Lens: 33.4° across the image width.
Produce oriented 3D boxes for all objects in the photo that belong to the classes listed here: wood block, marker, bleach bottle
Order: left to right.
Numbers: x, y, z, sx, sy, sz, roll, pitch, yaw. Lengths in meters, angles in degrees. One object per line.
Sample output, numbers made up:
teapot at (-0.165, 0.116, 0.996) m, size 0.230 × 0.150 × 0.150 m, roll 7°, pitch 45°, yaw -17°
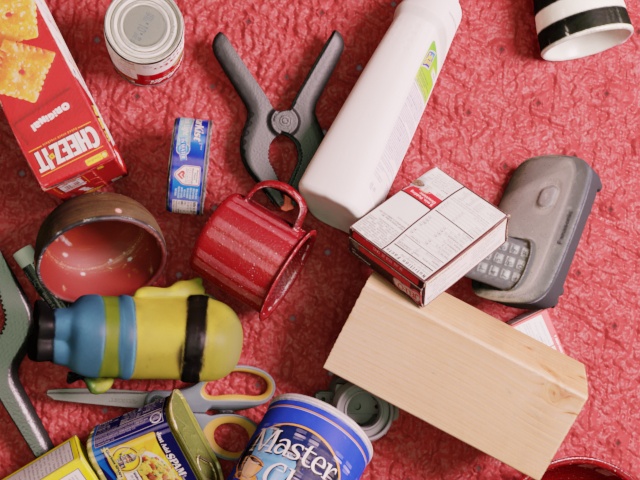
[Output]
marker at (-0.235, 0.059, 0.956) m, size 0.020 × 0.020 × 0.121 m, roll -33°, pitch 93°, yaw -7°
bleach bottle at (0.067, -0.132, 0.969) m, size 0.068 × 0.102 × 0.250 m, roll 24°, pitch 78°, yaw 17°
wood block at (0.119, 0.110, 0.935) m, size 0.206 × 0.090 × 0.091 m, roll 27°, pitch 106°, yaw 5°

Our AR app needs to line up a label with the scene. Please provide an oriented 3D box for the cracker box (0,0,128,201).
cracker box at (-0.242, -0.142, 0.888) m, size 0.072 × 0.164 × 0.214 m, roll -27°, pitch 92°, yaw -6°

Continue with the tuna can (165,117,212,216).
tuna can at (-0.116, -0.066, 0.941) m, size 0.033 × 0.086 × 0.086 m, roll 6°, pitch 88°, yaw -6°

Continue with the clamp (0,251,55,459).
clamp at (-0.293, 0.110, 0.938) m, size 0.164 × 0.036 × 0.210 m, roll 14°, pitch 83°, yaw -17°

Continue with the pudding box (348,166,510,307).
pudding box at (0.093, -0.005, 0.920) m, size 0.113 × 0.039 × 0.090 m, roll -36°, pitch 58°, yaw -25°

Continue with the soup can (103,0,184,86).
soup can at (-0.153, -0.177, 0.931) m, size 0.068 × 0.102 × 0.068 m, roll 0°, pitch 88°, yaw -8°

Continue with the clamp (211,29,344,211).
clamp at (-0.026, -0.115, 0.978) m, size 0.120 × 0.039 × 0.171 m, roll -11°, pitch 96°, yaw -3°

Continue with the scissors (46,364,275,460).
scissors at (-0.137, 0.162, 0.961) m, size 0.201 × 0.016 × 0.096 m, roll -10°, pitch 93°, yaw -11°

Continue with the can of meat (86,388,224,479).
can of meat at (-0.143, 0.193, 0.930) m, size 0.084 × 0.057 × 0.102 m, roll -23°, pitch 108°, yaw 7°

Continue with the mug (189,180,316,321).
mug at (-0.056, 0.001, 0.937) m, size 0.081 × 0.093 × 0.117 m, roll 31°, pitch 109°, yaw 8°

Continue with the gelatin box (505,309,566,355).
gelatin box at (0.184, 0.114, 1.002) m, size 0.089 × 0.030 × 0.073 m, roll -24°, pitch 93°, yaw -7°

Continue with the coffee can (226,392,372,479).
coffee can at (-0.030, 0.216, 0.909) m, size 0.103 × 0.103 × 0.140 m, roll 35°, pitch 56°, yaw -5°
